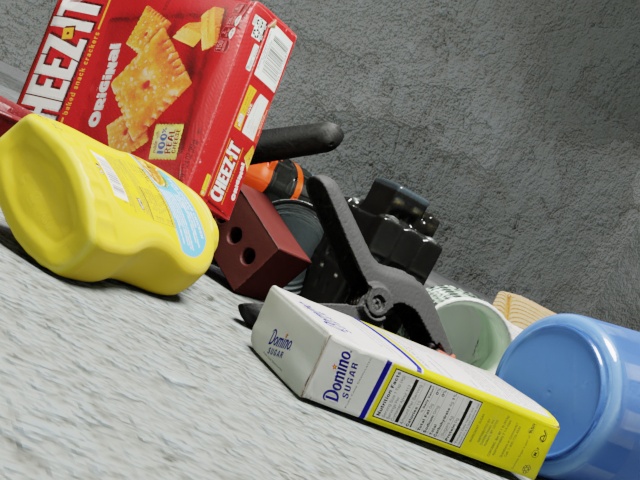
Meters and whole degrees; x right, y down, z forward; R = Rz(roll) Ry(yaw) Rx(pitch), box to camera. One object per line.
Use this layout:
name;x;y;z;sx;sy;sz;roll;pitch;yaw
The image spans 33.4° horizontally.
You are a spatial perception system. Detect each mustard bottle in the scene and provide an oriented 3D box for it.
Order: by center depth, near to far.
mustard bottle;-0.116;-0.013;0.663;0.096;0.058;0.191;57;14;20

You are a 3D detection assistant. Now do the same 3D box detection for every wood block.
wood block;0.231;0.117;1.198;0.090;0.091;0.206;27;4;16

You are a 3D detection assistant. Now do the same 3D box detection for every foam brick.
foam brick;-0.056;0.001;0.856;0.078;0.053;0.051;55;16;27

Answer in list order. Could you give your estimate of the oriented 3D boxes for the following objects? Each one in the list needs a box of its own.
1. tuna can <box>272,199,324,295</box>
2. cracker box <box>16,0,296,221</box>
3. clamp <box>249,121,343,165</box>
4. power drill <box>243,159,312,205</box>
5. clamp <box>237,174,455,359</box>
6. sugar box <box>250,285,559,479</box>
tuna can;-0.027;0.007;0.917;0.086;0.086;0.034;27;2;0
cracker box;-0.145;-0.119;0.870;0.214;0.164;0.072;14;-11;32
clamp;-0.090;-0.089;0.911;0.036;0.210;0.164;52;14;-43
power drill;-0.084;-0.088;1.055;0.184;0.057;0.188;25;9;-45
clamp;0.022;0.050;0.753;0.171;0.120;0.039;45;-20;-16
sugar box;0.050;0.087;0.646;0.176;0.048;0.093;21;6;-26
